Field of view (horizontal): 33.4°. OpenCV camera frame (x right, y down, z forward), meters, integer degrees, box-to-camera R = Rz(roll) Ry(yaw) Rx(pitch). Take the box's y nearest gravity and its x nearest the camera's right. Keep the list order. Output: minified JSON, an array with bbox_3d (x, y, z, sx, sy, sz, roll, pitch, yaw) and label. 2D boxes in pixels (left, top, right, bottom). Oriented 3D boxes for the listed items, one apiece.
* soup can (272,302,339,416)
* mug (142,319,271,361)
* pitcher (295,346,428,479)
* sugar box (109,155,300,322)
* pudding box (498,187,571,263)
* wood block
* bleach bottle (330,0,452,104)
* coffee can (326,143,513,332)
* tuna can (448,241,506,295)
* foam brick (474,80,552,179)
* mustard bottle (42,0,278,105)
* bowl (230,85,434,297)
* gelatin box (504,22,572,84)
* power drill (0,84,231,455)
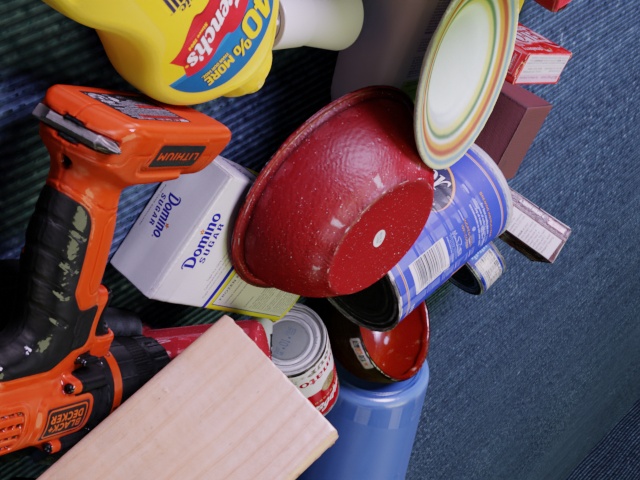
[{"bbox_3d":[-0.022,0.102,0.881,0.068,0.069,0.102,-44,154,-18],"label":"soup can"},{"bbox_3d":[-0.077,0.091,0.701,0.081,0.093,0.117,-6,148,4],"label":"mug"},{"bbox_3d":[0.035,0.192,1.044,0.145,0.149,0.243,3,130,-11],"label":"pitcher"},{"bbox_3d":[-0.055,0.001,0.713,0.093,0.048,0.176,-55,152,7],"label":"sugar box"},{"bbox_3d":[0.183,-0.018,1.014,0.039,0.090,0.113,-55,178,-1],"label":"pudding box"},{"bbox_3d":[-0.098,0.147,0.568,0.206,0.090,0.091,-41,172,-19],"label":"wood block"},{"bbox_3d":[0.050,-0.127,0.704,0.102,0.068,0.251,-22,145,-46],"label":"bleach bottle"},{"bbox_3d":[0.070,-0.008,0.851,0.140,0.103,0.103,-38,152,-29],"label":"coffee can"},{"bbox_3d":[0.132,0.012,1.010,0.033,0.086,0.086,-45,155,-13],"label":"tuna can"},{"bbox_3d":[0.157,-0.098,0.946,0.052,0.051,0.078,-12,134,-54],"label":"foam brick"},{"bbox_3d":[-0.067,-0.118,0.511,0.096,0.058,0.191,-56,157,-5],"label":"mustard bottle"},{"bbox_3d":[0.021,-0.017,0.684,0.162,0.055,0.162,-34,150,-24],"label":"bowl"},{"bbox_3d":[0.144,-0.150,0.822,0.089,0.073,0.030,-14,135,-54],"label":"gelatin box"},{"bbox_3d":[-0.111,0.019,0.550,0.184,0.057,0.188,-9,122,-67],"label":"power drill"}]
